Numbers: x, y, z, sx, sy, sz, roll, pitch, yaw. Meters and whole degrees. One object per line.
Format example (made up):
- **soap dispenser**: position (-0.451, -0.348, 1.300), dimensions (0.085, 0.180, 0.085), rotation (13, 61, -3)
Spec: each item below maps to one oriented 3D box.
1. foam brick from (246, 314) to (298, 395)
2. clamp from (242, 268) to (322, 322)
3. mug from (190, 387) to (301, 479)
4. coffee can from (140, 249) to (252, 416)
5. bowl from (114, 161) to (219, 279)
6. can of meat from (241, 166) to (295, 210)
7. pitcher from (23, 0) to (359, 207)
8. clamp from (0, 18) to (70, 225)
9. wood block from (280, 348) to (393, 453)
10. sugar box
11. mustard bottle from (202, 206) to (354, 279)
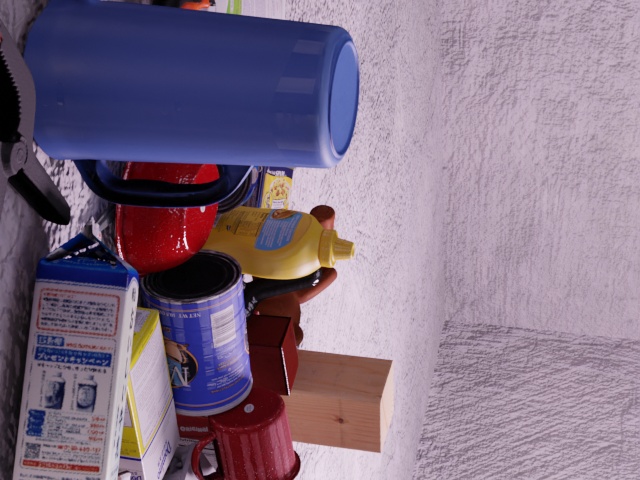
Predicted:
- **foam brick**: position (-0.058, 0.129, 1.212), dimensions (0.053, 0.051, 0.078), rotation (-71, 159, -50)
- **clamp**: position (-0.096, 0.043, 1.206), dimensions (0.120, 0.171, 0.039), rotation (54, -7, 34)
- **mug**: position (-0.082, 0.212, 1.114), dimensions (0.093, 0.117, 0.081), rotation (33, -43, 55)
- **coffee can**: position (-0.126, 0.094, 1.099), dimensions (0.102, 0.103, 0.140), rotation (-63, 155, -57)
- **bowl**: position (-0.139, -0.037, 1.028), dimensions (0.162, 0.055, 0.162), rotation (12, 90, -78)
- **can of meat**: position (-0.075, -0.062, 1.338), dimensions (0.102, 0.058, 0.084), rotation (9, 89, -66)
- **pitcher**: position (-0.097, -0.110, 0.839), dimensions (0.149, 0.243, 0.145), rotation (58, 41, -67)
- **clamp**: position (-0.225, -0.062, 0.762), dimensions (0.164, 0.036, 0.210), rotation (-61, 157, -63)
- **wood block**: position (-0.014, 0.204, 1.391), dimensions (0.090, 0.206, 0.091), rotation (-65, 157, -55)
- **sugar box**: position (-0.178, 0.159, 1.030), dimensions (0.093, 0.048, 0.176), rotation (-67, 162, -53)
- **mustard bottle**: position (-0.058, 0.002, 1.160), dimensions (0.096, 0.192, 0.058), rotation (-66, 157, -54)
